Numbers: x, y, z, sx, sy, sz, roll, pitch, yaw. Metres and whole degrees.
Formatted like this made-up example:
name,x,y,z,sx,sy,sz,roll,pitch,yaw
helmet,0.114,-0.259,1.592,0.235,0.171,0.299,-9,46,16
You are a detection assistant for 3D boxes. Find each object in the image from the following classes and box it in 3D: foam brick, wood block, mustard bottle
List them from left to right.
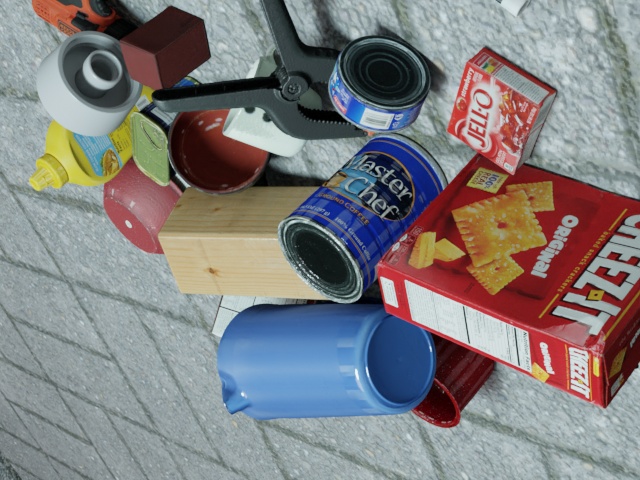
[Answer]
name,x,y,z,sx,sy,sz,roll,pitch,yaw
mustard bottle,-0.259,-0.119,1.237,0.058,0.191,0.096,10,134,46
foam brick,-0.163,-0.202,1.131,0.053,0.078,0.051,28,144,29
wood block,-0.058,0.002,1.160,0.206,0.090,0.091,1,130,22

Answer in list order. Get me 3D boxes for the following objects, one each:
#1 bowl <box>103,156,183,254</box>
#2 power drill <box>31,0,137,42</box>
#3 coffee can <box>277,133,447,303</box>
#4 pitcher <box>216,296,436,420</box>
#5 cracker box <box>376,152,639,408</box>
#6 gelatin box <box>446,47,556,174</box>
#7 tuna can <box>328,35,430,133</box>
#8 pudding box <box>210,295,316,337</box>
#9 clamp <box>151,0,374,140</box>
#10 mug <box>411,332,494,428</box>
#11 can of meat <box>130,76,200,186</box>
name,x,y,z,sx,sy,sz,roll,pitch,yaw
bowl,-0.220,-0.035,1.335,0.162,0.055,0.162,35,154,20
power drill,-0.245,-0.277,1.165,0.184,0.057,0.188,31,146,14
coffee can,0.042,-0.023,1.024,0.103,0.140,0.103,32,147,23
pitcher,0.012,0.121,1.138,0.144,0.149,0.243,14,166,-35
cracker box,0.179,0.022,0.883,0.214,0.164,0.072,22,145,36
gelatin box,0.149,-0.107,0.898,0.073,0.030,0.089,36,148,17
tuna can,0.052,-0.137,0.930,0.086,0.086,0.034,40,148,11
pudding box,-0.068,0.089,1.290,0.113,0.090,0.039,16,178,15
clamp,-0.027,-0.156,0.973,0.209,0.036,0.165,18,120,-27
mug,0.127,0.135,1.166,0.117,0.081,0.093,40,150,10
can of meat,-0.167,-0.126,1.220,0.057,0.083,0.102,36,149,18
